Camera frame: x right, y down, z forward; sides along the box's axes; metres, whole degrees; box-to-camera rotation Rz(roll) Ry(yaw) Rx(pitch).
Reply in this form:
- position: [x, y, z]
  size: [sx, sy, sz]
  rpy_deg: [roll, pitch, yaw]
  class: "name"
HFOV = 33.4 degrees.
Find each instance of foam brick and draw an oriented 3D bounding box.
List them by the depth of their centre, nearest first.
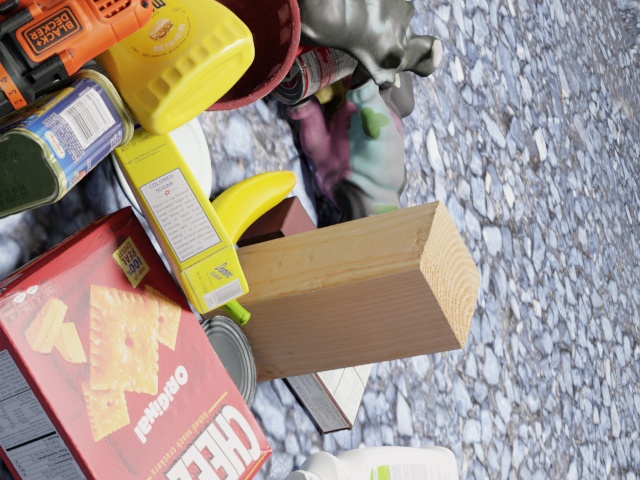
- position: [-0.032, 0.007, 0.986]
  size: [0.078, 0.053, 0.051]
  rpy_deg: [56, 35, -30]
  class: "foam brick"

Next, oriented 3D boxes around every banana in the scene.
- position: [-0.073, -0.004, 0.912]
  size: [0.069, 0.037, 0.197]
  rpy_deg: [25, 43, -7]
  class: "banana"

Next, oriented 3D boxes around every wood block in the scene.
- position: [0.018, 0.046, 0.897]
  size: [0.090, 0.206, 0.090]
  rpy_deg: [59, 34, -29]
  class: "wood block"

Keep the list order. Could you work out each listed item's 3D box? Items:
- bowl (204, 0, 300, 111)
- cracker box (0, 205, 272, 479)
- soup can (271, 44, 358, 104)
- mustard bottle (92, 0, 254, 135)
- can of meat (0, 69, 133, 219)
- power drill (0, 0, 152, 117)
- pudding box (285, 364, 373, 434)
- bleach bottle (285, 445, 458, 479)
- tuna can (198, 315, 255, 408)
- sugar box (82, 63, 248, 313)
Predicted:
- position: [-0.101, -0.177, 0.891]
  size: [0.162, 0.055, 0.162]
  rpy_deg: [3, 78, -16]
  class: "bowl"
- position: [-0.136, 0.105, 0.716]
  size: [0.213, 0.072, 0.164]
  rpy_deg: [61, 31, -10]
  class: "cracker box"
- position: [-0.003, -0.185, 1.061]
  size: [0.102, 0.069, 0.068]
  rpy_deg: [-31, 107, -32]
  class: "soup can"
- position: [-0.141, -0.167, 0.740]
  size: [0.192, 0.096, 0.058]
  rpy_deg: [45, -12, 15]
  class: "mustard bottle"
- position: [-0.186, -0.059, 0.695]
  size: [0.057, 0.102, 0.083]
  rpy_deg: [62, 35, -21]
  class: "can of meat"
- position: [-0.225, -0.169, 0.659]
  size: [0.187, 0.184, 0.057]
  rpy_deg: [58, -11, -8]
  class: "power drill"
- position: [0.003, 0.114, 1.017]
  size: [0.113, 0.039, 0.090]
  rpy_deg: [57, 35, -28]
  class: "pudding box"
- position: [0.048, 0.237, 1.022]
  size: [0.250, 0.068, 0.102]
  rpy_deg: [24, 57, -52]
  class: "bleach bottle"
- position: [-0.090, 0.106, 0.862]
  size: [0.086, 0.034, 0.086]
  rpy_deg: [32, 52, -52]
  class: "tuna can"
- position: [-0.113, -0.040, 0.765]
  size: [0.176, 0.048, 0.093]
  rpy_deg: [61, -9, 21]
  class: "sugar box"
